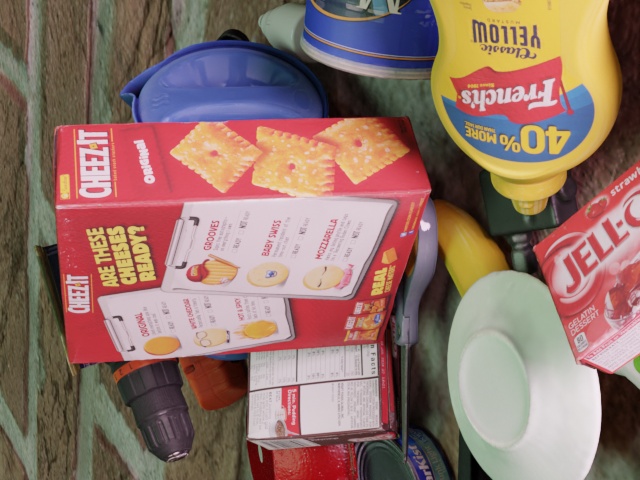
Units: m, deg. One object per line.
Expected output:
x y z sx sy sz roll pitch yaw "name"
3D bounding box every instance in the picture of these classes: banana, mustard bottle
0.104 0.061 0.656 0.070 0.037 0.198 -22 72 45 "banana"
0.102 -0.088 0.536 0.096 0.058 0.191 10 138 23 "mustard bottle"

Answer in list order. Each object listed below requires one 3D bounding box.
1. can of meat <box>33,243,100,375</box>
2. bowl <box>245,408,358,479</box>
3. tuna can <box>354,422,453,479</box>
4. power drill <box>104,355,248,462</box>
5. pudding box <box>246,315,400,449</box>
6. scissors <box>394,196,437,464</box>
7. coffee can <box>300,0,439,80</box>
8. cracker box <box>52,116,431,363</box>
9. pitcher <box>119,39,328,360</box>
-0.166 0.042 0.823 0.057 0.083 0.102 101 149 -63 "can of meat"
-0.022 0.166 0.853 0.162 0.055 0.162 174 90 -73 "bowl"
0.060 0.178 0.782 0.086 0.033 0.086 25 121 52 "tuna can"
-0.125 0.104 0.927 0.184 0.057 0.187 68 -169 17 "power drill"
0.001 0.101 0.777 0.114 0.039 0.090 -10 67 25 "pudding box"
0.061 0.052 0.698 0.096 0.016 0.202 164 103 -80 "scissors"
0.046 -0.177 0.624 0.103 0.102 0.140 38 131 46 "coffee can"
-0.054 0.001 0.671 0.164 0.213 0.072 102 162 -51 "cracker box"
-0.058 -0.015 0.802 0.243 0.144 0.149 95 151 -49 "pitcher"
